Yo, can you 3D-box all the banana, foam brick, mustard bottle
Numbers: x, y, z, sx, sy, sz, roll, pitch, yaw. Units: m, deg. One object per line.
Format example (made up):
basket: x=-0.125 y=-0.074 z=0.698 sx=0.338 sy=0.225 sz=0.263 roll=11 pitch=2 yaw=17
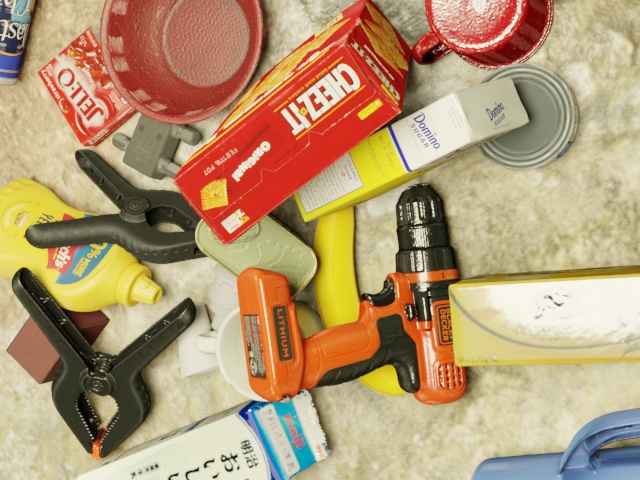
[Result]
banana: x=0.032 y=0.056 z=0.929 sx=0.069 sy=0.037 sz=0.198 roll=-24 pitch=88 yaw=-8
foam brick: x=-0.255 y=0.092 z=1.035 sx=0.051 sy=0.053 sz=0.078 roll=42 pitch=107 yaw=14
mustard bottle: x=-0.232 y=0.015 z=1.004 sx=0.192 sy=0.058 sz=0.096 roll=24 pitch=59 yaw=17

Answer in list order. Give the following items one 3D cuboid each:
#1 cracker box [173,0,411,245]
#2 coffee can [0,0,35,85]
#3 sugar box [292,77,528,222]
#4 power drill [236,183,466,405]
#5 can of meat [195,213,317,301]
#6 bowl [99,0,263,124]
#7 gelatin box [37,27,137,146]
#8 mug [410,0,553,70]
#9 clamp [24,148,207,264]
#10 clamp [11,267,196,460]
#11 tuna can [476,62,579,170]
cracker box: x=-0.014 y=-0.102 z=0.832 sx=0.164 sy=0.213 sz=0.072 roll=-37 pitch=102 yaw=19
coffee can: x=-0.324 y=-0.228 z=1.011 sx=0.103 sy=0.102 sz=0.140 roll=20 pitch=101 yaw=19
sugar box: x=0.068 y=-0.070 z=0.846 sx=0.177 sy=0.093 sz=0.048 roll=-22 pitch=90 yaw=40
power drill: x=0.030 y=0.050 z=0.860 sx=0.057 sy=0.187 sz=0.184 roll=165 pitch=99 yaw=-67
can of meat: x=-0.056 y=0.001 z=0.913 sx=0.102 sy=0.084 sz=0.057 roll=38 pitch=94 yaw=-10
bowl: x=-0.115 y=-0.184 z=0.956 sx=0.162 sy=0.055 sz=0.162 roll=2 pitch=95 yaw=22
gelatin box: x=-0.216 y=-0.145 z=1.013 sx=0.073 sy=0.030 sz=0.089 roll=-35 pitch=81 yaw=21
mug: x=0.121 y=-0.178 z=0.847 sx=0.117 sy=0.081 sz=0.093 roll=-31 pitch=83 yaw=21
clamp: x=-0.173 y=-0.029 z=0.982 sx=0.171 sy=0.039 sz=0.120 roll=11 pitch=56 yaw=-2
clamp: x=-0.192 y=0.120 z=0.984 sx=0.164 sy=0.036 sz=0.210 roll=5 pitch=123 yaw=6
tuna can: x=0.164 y=-0.099 z=0.862 sx=0.086 sy=0.033 sz=0.086 roll=2 pitch=95 yaw=22
